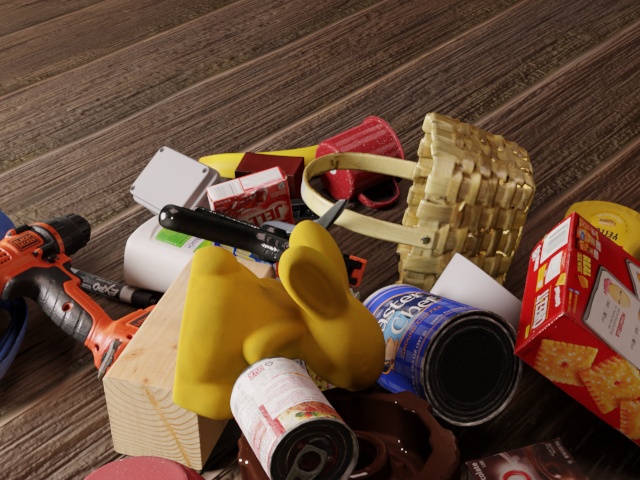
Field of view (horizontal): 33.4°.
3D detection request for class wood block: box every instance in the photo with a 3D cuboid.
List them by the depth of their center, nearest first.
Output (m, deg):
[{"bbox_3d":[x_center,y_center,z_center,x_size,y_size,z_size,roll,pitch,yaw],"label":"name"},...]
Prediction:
[{"bbox_3d":[-0.116,0.108,1.019,0.090,0.091,0.205,9,34,14],"label":"wood block"}]

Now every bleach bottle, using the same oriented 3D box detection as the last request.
[{"bbox_3d":[-0.080,0.037,1.153,0.251,0.068,0.102,13,21,12],"label":"bleach bottle"}]

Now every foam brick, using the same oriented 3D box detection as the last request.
[{"bbox_3d":[-0.062,-0.074,1.333,0.078,0.053,0.051,5,33,11],"label":"foam brick"}]

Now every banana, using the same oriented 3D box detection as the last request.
[{"bbox_3d":[-0.058,-0.102,1.395,0.197,0.037,0.070,-8,15,-13],"label":"banana"}]

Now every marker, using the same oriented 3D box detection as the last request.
[{"bbox_3d":[-0.230,0.054,1.172,0.121,0.020,0.020,15,36,23],"label":"marker"}]

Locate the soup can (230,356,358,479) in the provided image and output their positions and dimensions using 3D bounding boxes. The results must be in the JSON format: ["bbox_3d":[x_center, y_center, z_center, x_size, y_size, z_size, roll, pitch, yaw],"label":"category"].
[{"bbox_3d":[-0.022,0.138,0.796,0.068,0.068,0.102,-12,25,-17],"label":"soup can"}]

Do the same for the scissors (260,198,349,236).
[{"bbox_3d":[-0.022,-0.016,1.123,0.096,0.202,0.016,22,67,7],"label":"scissors"}]

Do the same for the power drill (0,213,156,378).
[{"bbox_3d":[-0.240,0.050,1.079,0.188,0.057,0.184,33,28,10],"label":"power drill"}]

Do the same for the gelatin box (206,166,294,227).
[{"bbox_3d":[-0.077,-0.037,1.201,0.089,0.073,0.030,-17,45,-10],"label":"gelatin box"}]

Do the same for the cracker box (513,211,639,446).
[{"bbox_3d":[0.279,0.096,0.955,0.213,0.072,0.164,37,35,-9],"label":"cracker box"}]

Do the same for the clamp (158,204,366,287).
[{"bbox_3d":[-0.057,0.001,1.099,0.210,0.036,0.164,17,3,-3],"label":"clamp"}]

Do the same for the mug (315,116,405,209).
[{"bbox_3d":[0.053,-0.089,1.335,0.081,0.093,0.117,-26,77,-26],"label":"mug"}]

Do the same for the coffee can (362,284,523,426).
[{"bbox_3d":[0.102,0.101,0.972,0.102,0.103,0.140,-16,13,-22],"label":"coffee can"}]

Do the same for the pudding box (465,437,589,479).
[{"bbox_3d":[0.182,0.223,0.883,0.090,0.039,0.113,-11,34,-14],"label":"pudding box"}]
